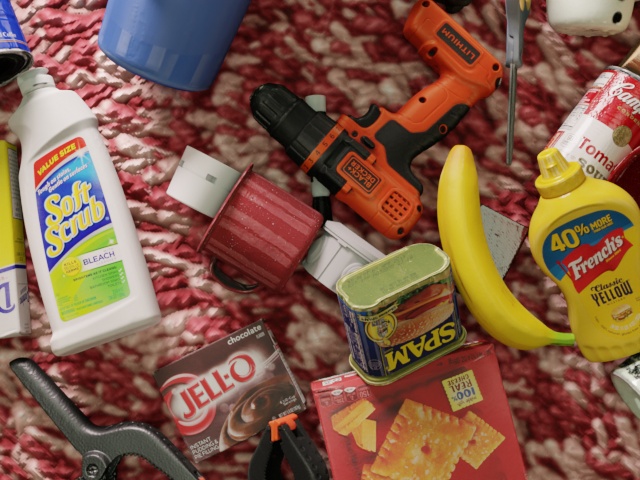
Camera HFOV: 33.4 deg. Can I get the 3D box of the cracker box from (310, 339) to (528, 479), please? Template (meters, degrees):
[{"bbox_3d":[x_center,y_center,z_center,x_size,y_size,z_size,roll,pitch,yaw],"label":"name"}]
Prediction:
[{"bbox_3d":[0.094,0.209,0.931,0.164,0.072,0.214,-14,87,0],"label":"cracker box"}]

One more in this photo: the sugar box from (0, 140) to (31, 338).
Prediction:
[{"bbox_3d":[-0.316,0.003,0.959,0.093,0.048,0.176,-6,85,0],"label":"sugar box"}]

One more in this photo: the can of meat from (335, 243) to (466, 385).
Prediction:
[{"bbox_3d":[0.068,0.060,0.897,0.102,0.057,0.084,-25,125,-16],"label":"can of meat"}]

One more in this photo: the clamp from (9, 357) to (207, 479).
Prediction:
[{"bbox_3d":[-0.199,0.191,0.943,0.210,0.036,0.164,3,86,10],"label":"clamp"}]

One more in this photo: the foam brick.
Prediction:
[{"bbox_3d":[0.144,0.013,0.952,0.051,0.053,0.078,28,87,2],"label":"foam brick"}]

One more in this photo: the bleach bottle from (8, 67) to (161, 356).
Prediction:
[{"bbox_3d":[-0.226,-0.031,0.953,0.102,0.068,0.251,-19,84,-4],"label":"bleach bottle"}]

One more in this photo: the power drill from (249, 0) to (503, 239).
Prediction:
[{"bbox_3d":[0.055,-0.122,0.948,0.184,0.057,0.187,41,84,-4],"label":"power drill"}]

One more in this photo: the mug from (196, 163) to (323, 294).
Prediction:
[{"bbox_3d":[-0.056,0.001,0.943,0.081,0.093,0.117,32,118,-3],"label":"mug"}]

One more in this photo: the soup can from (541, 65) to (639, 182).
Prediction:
[{"bbox_3d":[0.251,-0.095,0.950,0.068,0.068,0.102,38,88,2],"label":"soup can"}]

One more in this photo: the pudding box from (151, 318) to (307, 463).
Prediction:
[{"bbox_3d":[-0.081,0.133,0.952,0.113,0.039,0.090,-27,88,-1],"label":"pudding box"}]

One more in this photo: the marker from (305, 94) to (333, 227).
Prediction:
[{"bbox_3d":[-0.001,-0.072,0.975,0.020,0.020,0.121,-3,87,0],"label":"marker"}]

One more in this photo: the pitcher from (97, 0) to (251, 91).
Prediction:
[{"bbox_3d":[-0.105,-0.254,0.898,0.149,0.145,0.243,14,109,-31],"label":"pitcher"}]

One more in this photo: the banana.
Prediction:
[{"bbox_3d":[0.140,0.017,0.909,0.069,0.037,0.198,-27,88,-26],"label":"banana"}]

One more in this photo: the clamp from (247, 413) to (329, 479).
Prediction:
[{"bbox_3d":[-0.033,0.239,0.925,0.120,0.039,0.171,-13,85,28],"label":"clamp"}]

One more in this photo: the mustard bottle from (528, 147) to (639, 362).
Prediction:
[{"bbox_3d":[0.233,0.007,0.910,0.096,0.058,0.191,-24,106,19],"label":"mustard bottle"}]

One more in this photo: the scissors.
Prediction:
[{"bbox_3d":[0.179,-0.177,0.966,0.016,0.096,0.202,4,109,19],"label":"scissors"}]
